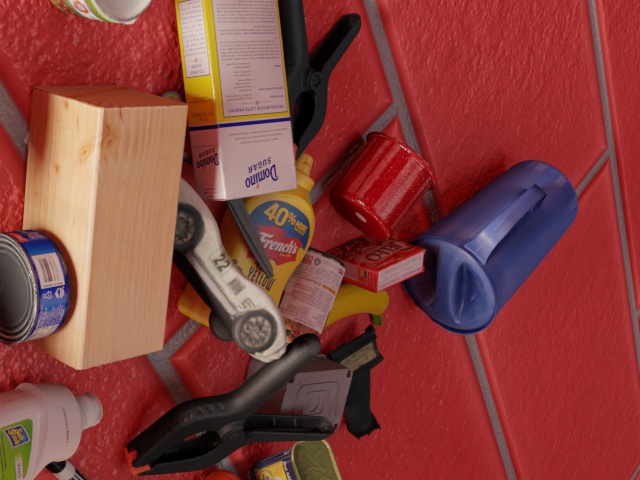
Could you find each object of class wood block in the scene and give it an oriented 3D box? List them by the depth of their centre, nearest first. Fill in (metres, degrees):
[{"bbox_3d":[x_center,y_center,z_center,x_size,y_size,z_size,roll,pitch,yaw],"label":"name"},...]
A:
[{"bbox_3d":[-0.176,-0.014,0.852,0.090,0.090,0.206,-10,113,-48],"label":"wood block"}]

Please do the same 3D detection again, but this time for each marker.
[{"bbox_3d":[-0.220,0.219,0.962,0.020,0.020,0.121,-52,139,-22],"label":"marker"}]

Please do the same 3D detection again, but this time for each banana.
[{"bbox_3d":[0.020,0.079,1.177,0.197,0.037,0.070,-8,112,-49],"label":"banana"}]

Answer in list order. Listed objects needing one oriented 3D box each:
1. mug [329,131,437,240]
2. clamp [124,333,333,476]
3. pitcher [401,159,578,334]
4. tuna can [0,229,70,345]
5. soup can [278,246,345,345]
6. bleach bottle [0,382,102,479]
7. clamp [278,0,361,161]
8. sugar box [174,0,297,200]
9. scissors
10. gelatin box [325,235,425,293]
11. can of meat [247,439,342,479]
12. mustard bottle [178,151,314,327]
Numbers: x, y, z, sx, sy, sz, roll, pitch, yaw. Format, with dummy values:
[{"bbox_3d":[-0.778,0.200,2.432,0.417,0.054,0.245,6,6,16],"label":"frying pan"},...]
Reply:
[{"bbox_3d":[0.062,-0.052,1.139,0.081,0.093,0.117,-52,176,-14],"label":"mug"},{"bbox_3d":[-0.083,0.166,1.013,0.209,0.036,0.164,-15,138,-15],"label":"clamp"},{"bbox_3d":[0.219,-0.007,1.301,0.242,0.149,0.145,-39,122,-38],"label":"pitcher"},{"bbox_3d":[-0.229,0.035,0.813,0.033,0.086,0.086,-11,114,-50],"label":"tuna can"},{"bbox_3d":[-0.022,0.062,1.084,0.068,0.069,0.102,37,69,-51],"label":"soup can"},{"bbox_3d":[-0.278,0.180,0.839,0.250,0.068,0.102,-19,118,-48],"label":"bleach bottle"},{"bbox_3d":[-0.022,-0.163,1.015,0.120,0.039,0.171,27,77,-46],"label":"clamp"},{"bbox_3d":[-0.073,-0.126,0.931,0.093,0.048,0.176,-11,101,-47],"label":"sugar box"},{"bbox_3d":[-0.078,-0.066,0.969,0.201,0.016,0.096,52,56,-31],"label":"scissors"},{"bbox_3d":[0.061,0.022,1.170,0.089,0.073,0.030,-22,123,-44],"label":"gelatin box"},{"bbox_3d":[-0.023,0.269,1.132,0.057,0.084,0.102,-7,72,-46],"label":"can of meat"},{"bbox_3d":[-0.056,0.001,1.030,0.096,0.058,0.191,32,80,-38],"label":"mustard bottle"}]
